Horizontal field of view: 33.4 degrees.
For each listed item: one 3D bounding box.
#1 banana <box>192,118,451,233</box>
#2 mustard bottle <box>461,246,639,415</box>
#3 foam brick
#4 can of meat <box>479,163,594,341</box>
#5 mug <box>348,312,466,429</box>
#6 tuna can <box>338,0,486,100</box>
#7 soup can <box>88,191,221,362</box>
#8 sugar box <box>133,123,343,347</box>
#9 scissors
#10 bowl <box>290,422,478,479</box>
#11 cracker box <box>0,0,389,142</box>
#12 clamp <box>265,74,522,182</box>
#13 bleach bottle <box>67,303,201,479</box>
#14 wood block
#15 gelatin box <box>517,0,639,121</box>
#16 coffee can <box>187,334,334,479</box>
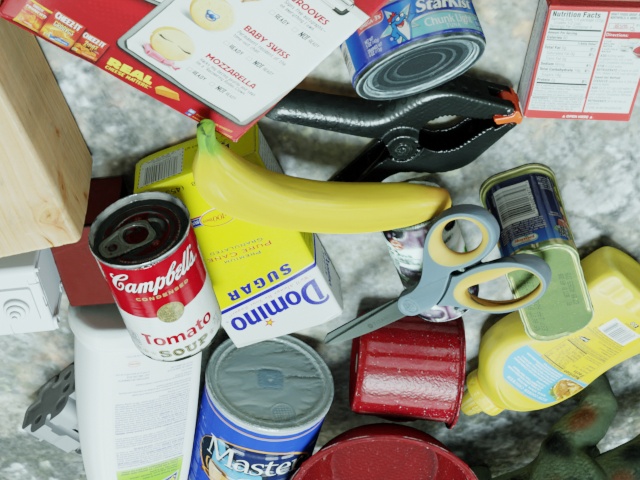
[{"bbox_3d":[-0.007,-0.030,0.697,0.197,0.037,0.070,11,155,-33],"label":"banana"},{"bbox_3d":[0.187,0.088,0.865,0.096,0.058,0.192,32,123,-30],"label":"mustard bottle"},{"bbox_3d":[-0.161,0.002,0.766,0.051,0.053,0.078,-6,133,1],"label":"foam brick"},{"bbox_3d":[0.159,0.010,0.776,0.057,0.084,0.102,-18,131,12],"label":"can of meat"},{"bbox_3d":[0.066,0.108,0.858,0.081,0.093,0.117,5,139,-2],"label":"mug"},{"bbox_3d":[0.056,-0.118,0.646,0.086,0.034,0.086,-17,167,-4],"label":"tuna can"},{"bbox_3d":[-0.110,0.026,0.724,0.068,0.068,0.102,-9,135,4],"label":"soup can"},{"bbox_3d":[-0.055,0.001,0.778,0.093,0.048,0.176,-18,130,13],"label":"sugar box"},{"bbox_3d":[0.063,0.027,0.756,0.202,0.016,0.096,-12,119,35],"label":"scissors"},{"bbox_3d":[0.052,0.201,0.868,0.162,0.055,0.162,2,122,3],"label":"bowl"},{"bbox_3d":[-0.054,-0.162,0.577,0.164,0.072,0.214,27,141,-24],"label":"cracker box"},{"bbox_3d":[0.045,-0.077,0.718,0.172,0.039,0.120,-21,140,15],"label":"clamp"},{"bbox_3d":[-0.152,0.160,0.850,0.102,0.068,0.251,-6,119,-27],"label":"bleach bottle"},{"bbox_3d":[-0.221,-0.093,0.651,0.091,0.090,0.206,-12,132,7],"label":"wood block"},{"bbox_3d":[0.173,-0.122,0.694,0.073,0.030,0.089,1,132,-3],"label":"gelatin box"},{"bbox_3d":[-0.053,0.159,0.883,0.102,0.103,0.140,7,132,-10],"label":"coffee can"}]
